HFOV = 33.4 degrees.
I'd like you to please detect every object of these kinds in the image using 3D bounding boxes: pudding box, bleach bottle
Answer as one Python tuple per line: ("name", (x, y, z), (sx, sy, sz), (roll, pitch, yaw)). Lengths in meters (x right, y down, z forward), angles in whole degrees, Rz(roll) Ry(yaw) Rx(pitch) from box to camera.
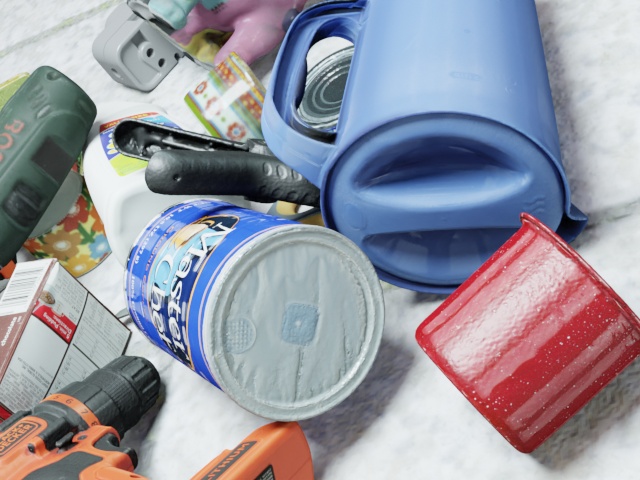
("pudding box", (-0.178, 0.081, 0.702), (0.039, 0.090, 0.113), (-9, 47, 30))
("bleach bottle", (-0.139, -0.057, 0.803), (0.102, 0.068, 0.251), (-17, 26, -19))

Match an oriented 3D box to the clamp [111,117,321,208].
("clamp", (-0.046, -0.046, 0.660), (0.120, 0.171, 0.039), (41, 118, 53))

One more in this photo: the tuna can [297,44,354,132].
("tuna can", (0.021, -0.101, 0.765), (0.086, 0.033, 0.086), (-22, 42, 21))

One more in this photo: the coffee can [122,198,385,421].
("coffee can", (-0.042, 0.034, 0.606), (0.102, 0.102, 0.140), (-49, 26, -12))

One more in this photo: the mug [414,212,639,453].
("mug", (0.099, 0.046, 0.527), (0.081, 0.093, 0.117), (-43, 8, 2))

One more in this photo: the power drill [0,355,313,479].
("power drill", (-0.101, 0.126, 0.595), (0.188, 0.057, 0.184), (1, 26, 33))

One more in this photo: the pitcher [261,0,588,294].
("pitcher", (0.066, -0.100, 0.645), (0.145, 0.149, 0.242), (-18, 40, 24))
